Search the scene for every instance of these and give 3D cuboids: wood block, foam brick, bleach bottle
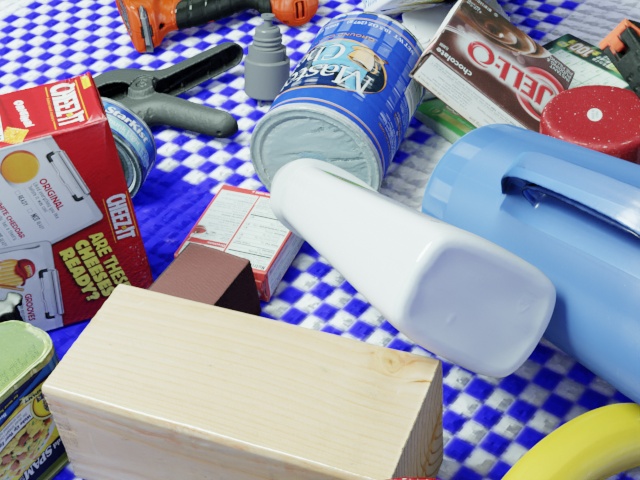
[{"bbox_3d":[-0.041,0.105,0.615,0.206,0.090,0.090,12,44,20],"label":"wood block"},{"bbox_3d":[-0.083,0.048,0.714,0.051,0.053,0.078,16,46,25],"label":"foam brick"},{"bbox_3d":[0.036,-0.001,0.676,0.068,0.102,0.251,-61,28,5],"label":"bleach bottle"}]

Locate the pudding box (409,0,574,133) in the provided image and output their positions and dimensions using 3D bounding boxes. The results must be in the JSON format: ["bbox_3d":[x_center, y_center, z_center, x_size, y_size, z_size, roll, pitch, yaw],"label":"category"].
[{"bbox_3d":[0.136,-0.129,0.833,0.113,0.039,0.090,35,50,-4],"label":"pudding box"}]

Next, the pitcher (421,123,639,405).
[{"bbox_3d":[0.166,0.005,0.639,0.144,0.149,0.243,-13,28,-30],"label":"pitcher"}]

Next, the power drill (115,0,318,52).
[{"bbox_3d":[-0.111,-0.259,1.068,0.187,0.057,0.184,-17,42,-10],"label":"power drill"}]

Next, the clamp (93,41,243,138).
[{"bbox_3d":[-0.145,-0.132,0.941,0.171,0.039,0.120,1,40,10],"label":"clamp"}]

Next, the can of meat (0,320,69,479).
[{"bbox_3d":[-0.194,0.109,0.637,0.058,0.084,0.102,21,49,29],"label":"can of meat"}]

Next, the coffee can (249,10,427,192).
[{"bbox_3d":[0.018,-0.099,0.829,0.103,0.103,0.140,9,43,18],"label":"coffee can"}]

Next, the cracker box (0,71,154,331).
[{"bbox_3d":[-0.234,-0.007,0.716,0.213,0.164,0.072,-17,44,-10],"label":"cracker box"}]

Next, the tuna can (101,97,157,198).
[{"bbox_3d":[-0.174,-0.069,0.838,0.086,0.086,0.033,5,43,14],"label":"tuna can"}]

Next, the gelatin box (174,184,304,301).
[{"bbox_3d":[-0.055,0.001,0.782,0.073,0.030,0.089,11,44,18],"label":"gelatin box"}]
